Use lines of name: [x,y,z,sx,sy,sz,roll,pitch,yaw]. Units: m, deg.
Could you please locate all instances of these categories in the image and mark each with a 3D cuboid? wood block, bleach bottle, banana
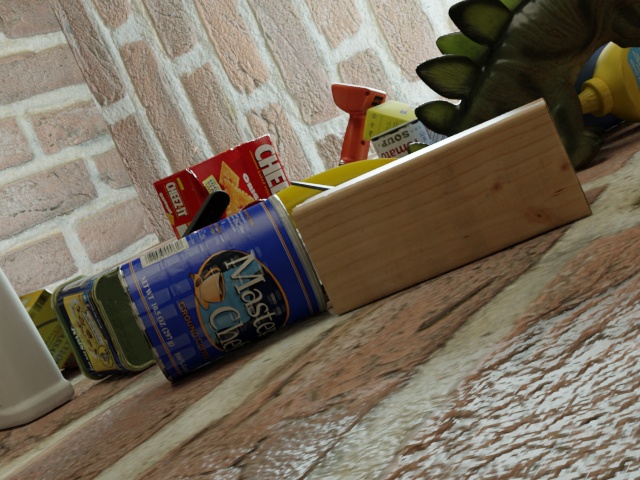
wood block: [0.094,-0.028,0.830,0.206,0.090,0.090,-23,4,14]
bleach bottle: [-0.328,0.053,1.008,0.103,0.251,0.067,-19,8,45]
banana: [-0.004,-0.035,1.010,0.197,0.037,0.070,-30,35,-31]

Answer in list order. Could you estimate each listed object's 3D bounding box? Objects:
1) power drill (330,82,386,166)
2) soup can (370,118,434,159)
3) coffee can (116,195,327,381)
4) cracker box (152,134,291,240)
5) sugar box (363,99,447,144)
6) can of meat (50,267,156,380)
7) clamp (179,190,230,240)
power drill: [0.032,-0.106,1.374,0.057,0.188,0.184,12,9,14]
soup can: [0.109,-0.087,1.262,0.068,0.102,0.068,-24,5,2]
coffee can: [-0.079,0.038,0.862,0.140,0.103,0.103,-25,5,-6]
cracker box: [-0.115,-0.042,1.475,0.072,0.164,0.213,-19,8,34]
sugar box: [0.151,-0.131,1.333,0.176,0.048,0.093,15,21,19]
can of meat: [-0.199,0.078,1.012,0.057,0.102,0.084,-28,9,-39]
clamp: [-0.172,0.056,1.221,0.210,0.036,0.164,-41,33,32]
